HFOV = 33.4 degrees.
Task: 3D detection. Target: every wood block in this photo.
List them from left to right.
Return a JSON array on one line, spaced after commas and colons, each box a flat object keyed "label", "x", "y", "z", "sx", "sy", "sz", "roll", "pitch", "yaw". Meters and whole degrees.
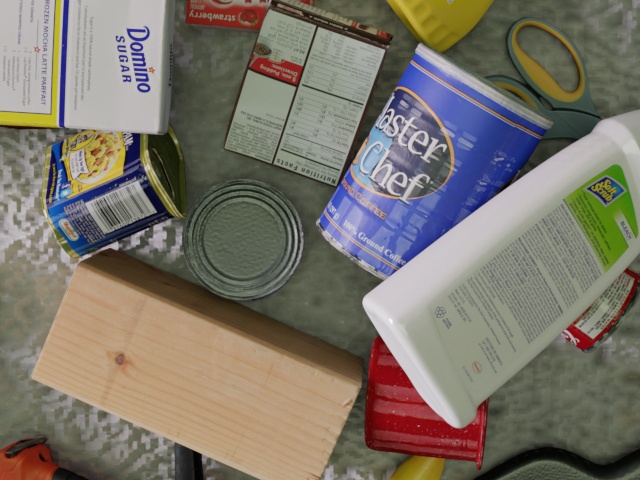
[{"label": "wood block", "x": -0.081, "y": 0.090, "z": 0.752, "sx": 0.206, "sy": 0.090, "sz": 0.091, "roll": 24, "pitch": 97, "yaw": 1}]

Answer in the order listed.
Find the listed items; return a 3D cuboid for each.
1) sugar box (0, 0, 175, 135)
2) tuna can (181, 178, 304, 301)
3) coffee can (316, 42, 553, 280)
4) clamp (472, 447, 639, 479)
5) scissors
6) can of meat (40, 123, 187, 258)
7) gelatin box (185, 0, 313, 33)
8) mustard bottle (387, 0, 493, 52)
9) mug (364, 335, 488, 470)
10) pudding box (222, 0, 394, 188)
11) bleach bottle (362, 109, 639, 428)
[{"label": "sugar box", "x": -0.184, "y": -0.119, "z": 0.684, "sx": 0.176, "sy": 0.048, "sz": 0.093, "roll": 4, "pitch": 95, "yaw": -2}, {"label": "tuna can", "x": -0.055, "y": 0.001, "z": 0.761, "sx": 0.086, "sy": 0.034, "sz": 0.086, "roll": 0, "pitch": 83, "yaw": -3}, {"label": "coffee can", "x": 0.075, "y": -0.046, "z": 0.716, "sx": 0.103, "sy": 0.102, "sz": 0.140, "roll": 30, "pitch": 103, "yaw": 0}, {"label": "clamp", "x": 0.200, "y": 0.208, "z": 0.772, "sx": 0.210, "sy": 0.036, "sz": 0.164, "roll": -5, "pitch": 94, "yaw": 6}, {"label": "scissors", "x": 0.184, "y": -0.064, "z": 0.760, "sx": 0.096, "sy": 0.016, "sz": 0.202, "roll": -34, "pitch": 92, "yaw": 7}, {"label": "can of meat", "x": -0.143, "y": -0.043, "z": 0.739, "sx": 0.084, "sy": 0.102, "sz": 0.057, "roll": -22, "pitch": 127, "yaw": 7}, {"label": "gelatin box", "x": -0.048, "y": -0.185, "z": 0.755, "sx": 0.089, "sy": 0.030, "sz": 0.073, "roll": 6, "pitch": 96, "yaw": 3}, {"label": "mustard bottle", "x": 0.123, "y": -0.222, "z": 0.723, "sx": 0.191, "sy": 0.058, "sz": 0.096, "roll": -39, "pitch": 117, "yaw": 5}, {"label": "mug", "x": 0.076, "y": 0.098, "z": 0.750, "sx": 0.081, "sy": 0.093, "sz": 0.117, "roll": 5, "pitch": 68, "yaw": 7}, {"label": "pudding box", "x": -0.010, "y": -0.102, "z": 0.741, "sx": 0.090, "sy": 0.039, "sz": 0.114, "roll": 19, "pitch": 116, "yaw": -2}, {"label": "bleach bottle", "x": 0.153, "y": 0.003, "z": 0.675, "sx": 0.250, "sy": 0.068, "sz": 0.102, "roll": -36, "pitch": 112, "yaw": -7}]
